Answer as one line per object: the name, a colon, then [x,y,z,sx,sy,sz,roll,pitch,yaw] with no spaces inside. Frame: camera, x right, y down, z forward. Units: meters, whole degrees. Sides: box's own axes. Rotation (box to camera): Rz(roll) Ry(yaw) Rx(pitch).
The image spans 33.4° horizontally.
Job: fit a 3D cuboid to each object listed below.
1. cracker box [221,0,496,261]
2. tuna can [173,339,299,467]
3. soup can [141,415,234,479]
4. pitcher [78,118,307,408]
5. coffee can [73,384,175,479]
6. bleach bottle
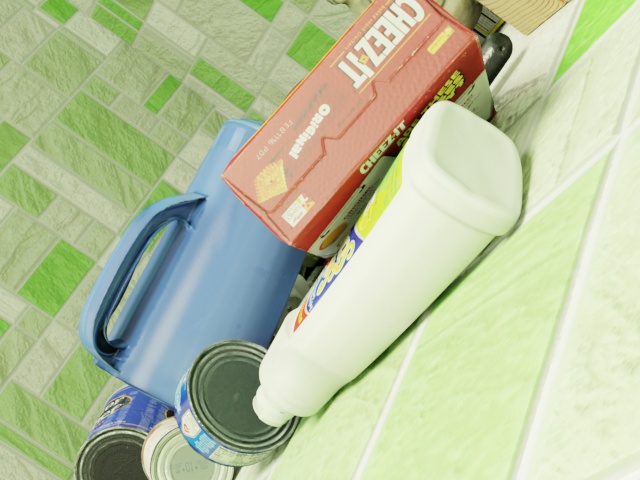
cracker box: [0.036,-0.068,0.720,0.164,0.072,0.213,-49,-14,5]
tuna can: [-0.059,0.115,0.754,0.034,0.086,0.086,-50,8,47]
soup can: [-0.109,0.179,0.870,0.068,0.068,0.102,-56,7,-12]
pitcher: [-0.088,0.021,0.891,0.149,0.145,0.243,88,-154,-84]
coffee can: [-0.198,0.222,1.144,0.103,0.103,0.140,-54,7,10]
bleach bottle: [0.025,0.036,0.659,0.251,0.068,0.102,-54,10,33]
